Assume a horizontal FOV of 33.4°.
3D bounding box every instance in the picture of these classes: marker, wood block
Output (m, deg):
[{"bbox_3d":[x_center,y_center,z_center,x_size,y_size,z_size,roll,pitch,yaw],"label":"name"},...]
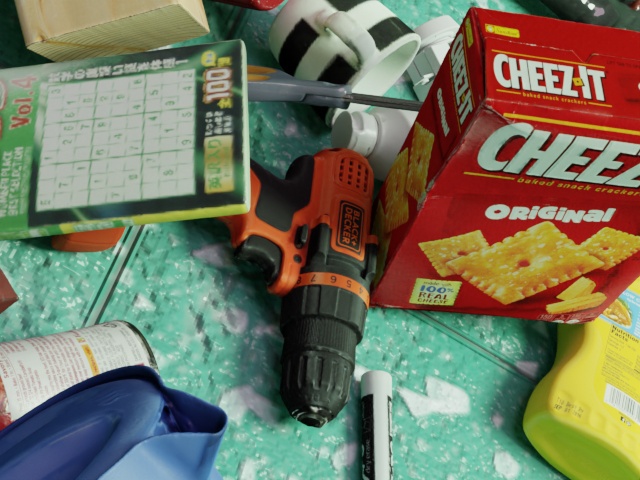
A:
[{"bbox_3d":[0.033,0.133,0.614,0.020,0.020,0.121,18,54,-24],"label":"marker"},{"bbox_3d":[-0.138,-0.213,0.608,0.090,0.091,0.206,-14,90,4],"label":"wood block"}]

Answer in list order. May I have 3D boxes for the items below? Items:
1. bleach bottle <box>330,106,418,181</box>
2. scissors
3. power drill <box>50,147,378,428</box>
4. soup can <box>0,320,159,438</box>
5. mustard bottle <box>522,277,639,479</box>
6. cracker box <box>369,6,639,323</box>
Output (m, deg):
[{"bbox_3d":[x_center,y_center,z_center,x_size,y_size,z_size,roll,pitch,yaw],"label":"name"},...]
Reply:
[{"bbox_3d":[0.126,-0.048,0.743,0.250,0.068,0.103,10,18,-28],"label":"bleach bottle"},{"bbox_3d":[0.000,-0.094,0.666,0.201,0.016,0.096,5,17,-3],"label":"scissors"},{"bbox_3d":[-0.054,0.001,0.615,0.187,0.057,0.184,24,51,-23],"label":"power drill"},{"bbox_3d":[-0.134,0.077,0.502,0.102,0.069,0.068,-8,67,-38],"label":"soup can"},{"bbox_3d":[0.206,0.079,0.738,0.096,0.058,0.191,34,49,-4],"label":"mustard bottle"},{"bbox_3d":[0.129,-0.029,0.625,0.164,0.214,0.072,5,58,-13],"label":"cracker box"}]
